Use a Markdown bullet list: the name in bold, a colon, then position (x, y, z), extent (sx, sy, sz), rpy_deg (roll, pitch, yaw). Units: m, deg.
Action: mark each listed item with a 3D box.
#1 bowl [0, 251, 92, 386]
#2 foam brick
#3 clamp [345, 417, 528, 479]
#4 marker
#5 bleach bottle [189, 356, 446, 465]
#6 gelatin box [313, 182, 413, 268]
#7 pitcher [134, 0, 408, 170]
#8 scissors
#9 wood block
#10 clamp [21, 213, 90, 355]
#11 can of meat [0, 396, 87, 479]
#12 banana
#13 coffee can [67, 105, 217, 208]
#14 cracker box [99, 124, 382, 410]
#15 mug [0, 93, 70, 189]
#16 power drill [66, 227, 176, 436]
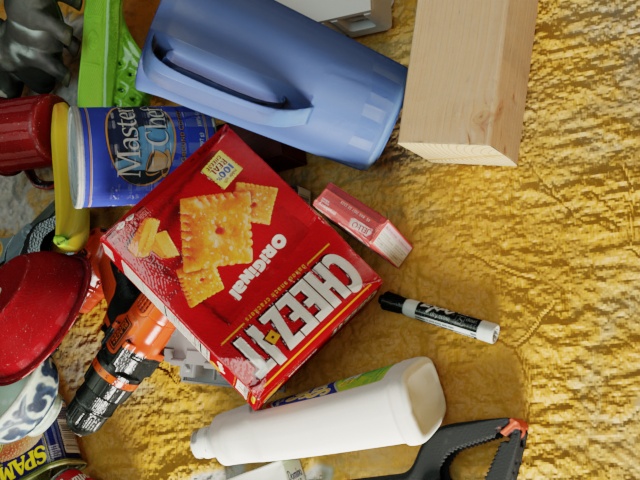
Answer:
- **bowl**: position (-0.309, 0.067, 1.097), extent (0.162, 0.055, 0.162), rpy_deg (-33, 34, 26)
- **foam brick**: position (-0.062, -0.098, 1.096), extent (0.078, 0.053, 0.051), rpy_deg (-13, 75, 24)
- **clamp**: position (0.111, 0.241, 0.959), extent (0.210, 0.036, 0.165), rpy_deg (-39, 66, 16)
- **marker**: position (0.108, 0.071, 0.999), extent (0.121, 0.020, 0.020), rpy_deg (16, 89, 29)
- **bleach bottle**: position (-0.015, 0.171, 0.998), extent (0.251, 0.102, 0.068), rpy_deg (-17, 92, 24)
- **gelatin box**: position (0.041, -0.013, 1.007), extent (0.073, 0.089, 0.030), rpy_deg (35, 89, 27)
- **pitcher**: position (-0.045, -0.153, 0.999), extent (0.243, 0.145, 0.149), rpy_deg (23, 75, -3)
- **scissors**: position (-0.338, 0.011, 1.240), extent (0.202, 0.016, 0.096), rpy_deg (-26, 72, 21)
- **wood block**: position (0.141, -0.180, 0.985), extent (0.091, 0.090, 0.206), rpy_deg (5, 84, 28)
- **clamp**: position (-0.306, 0.043, 1.205), extent (0.120, 0.039, 0.171), rpy_deg (40, 98, 7)
- **can of meat**: position (-0.315, 0.226, 1.170), extent (0.102, 0.057, 0.084), rpy_deg (-30, 66, 19)
- **banana**: position (-0.269, -0.058, 1.148), extent (0.037, 0.070, 0.198), rpy_deg (-4, 54, -11)
- **coffee can**: position (-0.182, -0.086, 1.089), extent (0.140, 0.103, 0.103), rpy_deg (-3, 76, -18)
- **cracker box**: position (-0.074, 0.023, 0.998), extent (0.164, 0.072, 0.214), rpy_deg (-43, 81, -14)
- **mug**: position (-0.327, -0.112, 1.218), extent (0.082, 0.093, 0.117), rpy_deg (-4, 114, 28)
- **power drill**: position (-0.222, 0.086, 1.108), extent (0.184, 0.057, 0.188), rpy_deg (-52, 41, 10)
